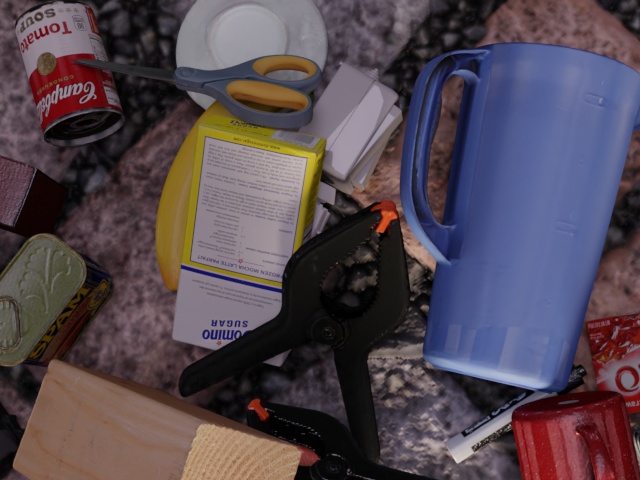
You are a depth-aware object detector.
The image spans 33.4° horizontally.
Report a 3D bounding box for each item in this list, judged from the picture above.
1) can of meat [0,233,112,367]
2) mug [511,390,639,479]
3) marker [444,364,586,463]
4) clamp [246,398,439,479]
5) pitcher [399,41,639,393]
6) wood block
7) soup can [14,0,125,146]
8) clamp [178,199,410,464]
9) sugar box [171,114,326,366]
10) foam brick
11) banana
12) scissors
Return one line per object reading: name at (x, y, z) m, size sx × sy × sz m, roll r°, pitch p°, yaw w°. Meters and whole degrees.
can of meat at (-0.217, 0.051, 0.840) m, size 0.057 × 0.084 × 0.102 m, roll 36°, pitch 86°, yaw 11°
mug at (0.183, 0.154, 0.752) m, size 0.093 × 0.117 × 0.081 m, roll -11°, pitch 88°, yaw 1°
marker at (0.150, 0.130, 0.815) m, size 0.121 × 0.020 × 0.020 m, roll -32°, pitch 78°, yaw 1°
clamp at (0.006, 0.176, 0.737) m, size 0.172 × 0.039 × 0.120 m, roll 27°, pitch 40°, yaw 23°
pitcher at (0.141, -0.018, 0.786) m, size 0.149 × 0.144 × 0.243 m, roll 10°, pitch 84°, yaw 25°
wood block at (-0.120, 0.154, 0.751) m, size 0.207 × 0.090 × 0.090 m, roll 9°, pitch 78°, yaw 50°
soup can at (-0.207, -0.138, 0.880) m, size 0.068 × 0.068 × 0.102 m, roll -19°, pitch 78°, yaw 3°
clamp at (0.013, 0.070, 0.787) m, size 0.164 × 0.036 × 0.210 m, roll 31°, pitch 108°, yaw -9°
sugar box at (-0.055, 0.001, 0.813) m, size 0.093 × 0.048 × 0.176 m, roll 14°, pitch 113°, yaw 9°
foam brick at (-0.247, -0.034, 0.863) m, size 0.053 × 0.078 × 0.051 m, roll 18°, pitch 82°, yaw 7°
banana at (-0.087, -0.056, 0.861) m, size 0.070 × 0.037 × 0.198 m, roll 35°, pitch 92°, yaw 23°
scissors at (-0.086, -0.133, 0.834) m, size 0.202 × 0.016 × 0.096 m, roll 22°, pitch 44°, yaw 23°
